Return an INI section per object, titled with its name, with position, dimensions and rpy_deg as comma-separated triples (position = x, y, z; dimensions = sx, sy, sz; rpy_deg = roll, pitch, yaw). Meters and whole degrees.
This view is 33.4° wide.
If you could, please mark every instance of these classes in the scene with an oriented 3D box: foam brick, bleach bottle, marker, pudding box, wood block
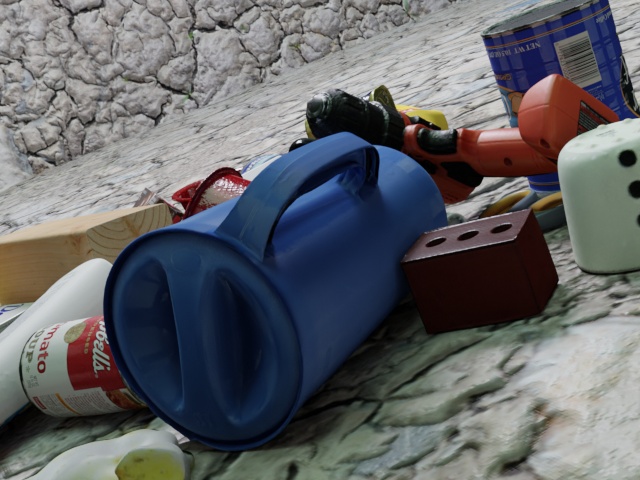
[foam brick]
position = 0.099, 0.019, 0.660
dimensions = 0.078, 0.051, 0.052
rpy_deg = -13, 16, 28
[bleach bottle]
position = -0.238, 0.107, 0.785
dimensions = 0.103, 0.068, 0.250
rpy_deg = -35, 7, 38
[marker]
position = 0.086, -0.012, 0.841
dimensions = 0.020, 0.020, 0.121
rpy_deg = -23, 6, -11
[pudding box]
position = -0.189, -0.006, 1.131
dimensions = 0.090, 0.039, 0.114
rpy_deg = -56, 16, -3
[wood block]
position = -0.226, 0.026, 1.014
dimensions = 0.090, 0.091, 0.207
rpy_deg = -23, 11, -41

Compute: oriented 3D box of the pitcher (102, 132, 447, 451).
[pitcher]
position = -0.008, 0.011, 0.671
dimensions = 0.149, 0.145, 0.242
rpy_deg = -15, 11, 34

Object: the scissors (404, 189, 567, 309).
[scissors]
position = 0.135, -0.001, 0.764
dimensions = 0.096, 0.016, 0.201
rpy_deg = -13, 16, 29

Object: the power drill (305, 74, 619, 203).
[power drill]
position = 0.106, -0.076, 0.779
dimensions = 0.188, 0.057, 0.184
rpy_deg = -1, -14, 44

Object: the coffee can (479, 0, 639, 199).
[coffee can]
position = 0.198, -0.116, 0.856
dimensions = 0.103, 0.140, 0.103
rpy_deg = -20, 13, 5

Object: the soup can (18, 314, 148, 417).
[soup can]
position = -0.149, 0.085, 0.735
dimensions = 0.102, 0.068, 0.068
rpy_deg = -12, 16, 34

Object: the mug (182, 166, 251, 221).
[mug]
position = -0.055, 0.001, 0.809
dimensions = 0.082, 0.093, 0.117
rpy_deg = 19, 21, 24
